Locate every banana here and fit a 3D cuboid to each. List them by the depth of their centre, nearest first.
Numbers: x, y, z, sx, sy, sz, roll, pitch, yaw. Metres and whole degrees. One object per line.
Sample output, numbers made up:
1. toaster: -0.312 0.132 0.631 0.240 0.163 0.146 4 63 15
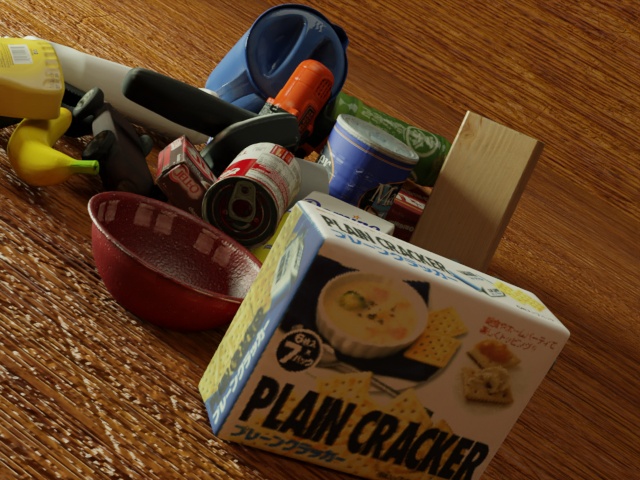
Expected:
1. banana: -0.249 -0.084 0.969 0.069 0.037 0.198 -1 22 -21

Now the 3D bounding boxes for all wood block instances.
1. wood block: 0.176 -0.038 1.251 0.091 0.206 0.090 26 10 14

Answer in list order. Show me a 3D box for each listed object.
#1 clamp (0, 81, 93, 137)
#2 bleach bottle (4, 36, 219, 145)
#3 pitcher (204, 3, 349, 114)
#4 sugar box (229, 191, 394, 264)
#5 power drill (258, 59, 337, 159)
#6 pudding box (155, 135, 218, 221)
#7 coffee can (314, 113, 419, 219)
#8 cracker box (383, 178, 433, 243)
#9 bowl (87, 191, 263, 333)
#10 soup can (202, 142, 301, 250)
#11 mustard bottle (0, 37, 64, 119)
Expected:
1. clamp: -0.307 -0.156 1.104 0.165 0.036 0.209 47 21 25
2. bleach bottle: -0.247 -0.177 1.216 0.250 0.068 0.103 17 -4 -32
3. pitcher: -0.078 -0.205 1.385 0.149 0.145 0.243 16 -11 -20
4. sugar box: -0.007 0.014 0.984 0.093 0.048 0.176 24 33 15
5. power drill: -0.019 -0.097 1.261 0.057 0.184 0.187 32 -5 33
6. pudding box: -0.109 -0.037 1.008 0.113 0.039 0.090 55 7 -21
7. coffee can: 0.033 -0.058 1.211 0.102 0.140 0.103 27 16 -8
8. cracker box: 0.096 -0.050 1.424 0.164 0.072 0.214 23 18 -21
9. bowl: -0.118 0.025 0.842 0.162 0.055 0.162 27 16 -8
10. soup can: -0.059 -0.042 0.951 0.068 0.069 0.102 29 26 -1
11. mustard bottle: -0.333 -0.149 0.956 0.191 0.058 0.096 -1 42 -28
